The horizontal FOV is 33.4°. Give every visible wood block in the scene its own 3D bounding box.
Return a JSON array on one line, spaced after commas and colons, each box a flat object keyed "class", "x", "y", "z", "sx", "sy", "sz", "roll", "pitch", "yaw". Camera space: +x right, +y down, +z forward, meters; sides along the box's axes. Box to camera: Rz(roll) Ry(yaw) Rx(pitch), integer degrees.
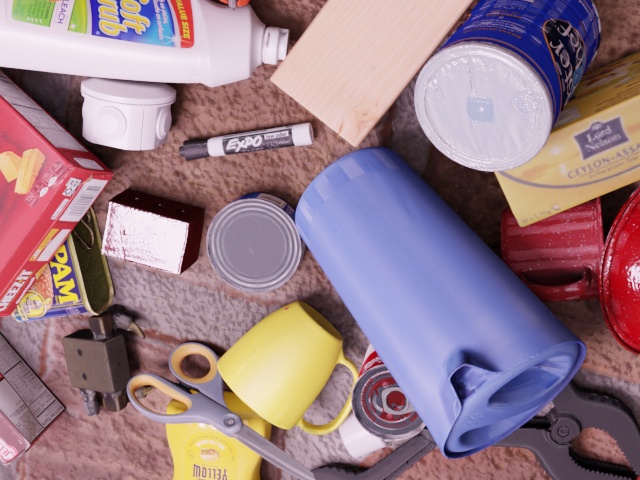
[{"class": "wood block", "x": 0.063, "y": -0.187, "z": 0.856, "sx": 0.091, "sy": 0.090, "sz": 0.206, "roll": 38, "pitch": 107, "yaw": -1}]

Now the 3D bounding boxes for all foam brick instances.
[{"class": "foam brick", "x": -0.149, "y": -0.008, "z": 0.956, "sx": 0.078, "sy": 0.053, "sz": 0.051, "roll": 15, "pitch": 106, "yaw": 5}]

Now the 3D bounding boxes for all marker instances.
[{"class": "marker", "x": -0.066, "y": -0.086, "z": 0.940, "sx": 0.121, "sy": 0.020, "sz": 0.020, "roll": -7, "pitch": 103, "yaw": 11}]

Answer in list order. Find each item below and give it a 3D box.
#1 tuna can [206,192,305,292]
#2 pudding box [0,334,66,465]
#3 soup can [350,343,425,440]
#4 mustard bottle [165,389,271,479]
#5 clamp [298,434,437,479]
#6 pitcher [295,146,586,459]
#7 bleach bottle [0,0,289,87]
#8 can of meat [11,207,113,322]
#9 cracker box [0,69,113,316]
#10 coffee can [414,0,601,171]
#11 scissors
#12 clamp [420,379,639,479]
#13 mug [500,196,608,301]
[{"class": "tuna can", "x": -0.056, "y": 0.001, "z": 0.952, "sx": 0.086, "sy": 0.033, "sz": 0.086, "roll": 2, "pitch": 104, "yaw": 9}, {"class": "pudding box", "x": -0.302, "y": 0.144, "z": 1.001, "sx": 0.039, "sy": 0.090, "sz": 0.113, "roll": -37, "pitch": 95, "yaw": 14}, {"class": "soup can", "x": 0.067, "y": 0.122, "z": 0.926, "sx": 0.068, "sy": 0.102, "sz": 0.068, "roll": 2, "pitch": 104, "yaw": 9}, {"class": "mustard bottle", "x": -0.099, "y": 0.240, "z": 1.008, "sx": 0.096, "sy": 0.058, "sz": 0.192, "roll": 6, "pitch": 105, "yaw": 9}, {"class": "clamp", "x": 0.036, "y": 0.253, "z": 0.977, "sx": 0.172, "sy": 0.039, "sz": 0.120, "roll": -19, "pitch": 58, "yaw": 17}, {"class": "pitcher", "x": 0.089, "y": 0.043, "z": 0.854, "sx": 0.243, "sy": 0.144, "sz": 0.149, "roll": 53, "pitch": 153, "yaw": 29}, {"class": "bleach bottle", "x": -0.151, "y": -0.184, "z": 0.901, "sx": 0.251, "sy": 0.068, "sz": 0.102, "roll": 6, "pitch": 64, "yaw": 1}, {"class": "can of meat", "x": -0.247, "y": 0.021, "z": 0.979, "sx": 0.084, "sy": 0.057, "sz": 0.102, "roll": -9, "pitch": 102, "yaw": 14}, {"class": "cracker box", "x": -0.311, "y": -0.062, "z": 0.925, "sx": 0.214, "sy": 0.072, "sz": 0.164, "roll": 41, "pitch": 101, "yaw": 15}, {"class": "coffee can", "x": 0.144, "y": -0.131, "z": 0.806, "sx": 0.103, "sy": 0.140, "sz": 0.103, "roll": 17, "pitch": 132, "yaw": 20}, {"class": "scissors", "x": -0.077, "y": 0.147, "z": 0.951, "sx": 0.202, "sy": 0.096, "sz": 0.016, "roll": 15, "pitch": 140, "yaw": 20}, {"class": "clamp", "x": 0.214, "y": 0.151, "z": 0.942, "sx": 0.210, "sy": 0.036, "sz": 0.165, "roll": 27, "pitch": 107, "yaw": 0}, {"class": "mug", "x": 0.192, "y": 0.016, "z": 0.874, "sx": 0.081, "sy": 0.117, "sz": 0.093, "roll": -5, "pitch": 120, "yaw": 15}]
